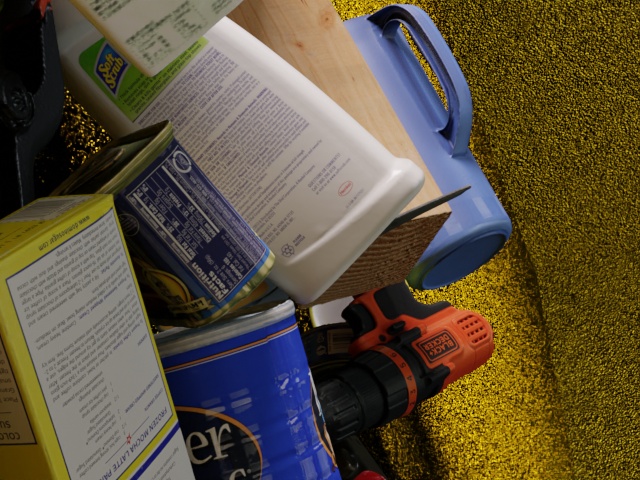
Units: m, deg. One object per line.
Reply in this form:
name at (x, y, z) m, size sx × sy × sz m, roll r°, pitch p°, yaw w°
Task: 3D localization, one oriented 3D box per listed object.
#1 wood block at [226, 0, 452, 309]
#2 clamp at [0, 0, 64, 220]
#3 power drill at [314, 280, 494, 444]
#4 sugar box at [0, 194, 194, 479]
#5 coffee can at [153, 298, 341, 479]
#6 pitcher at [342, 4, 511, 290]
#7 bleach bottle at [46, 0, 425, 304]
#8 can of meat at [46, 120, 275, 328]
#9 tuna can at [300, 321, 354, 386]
wood block at (-0.008, -0.069, 0.738) m, size 0.206 × 0.090 × 0.091 m, roll 63°, pitch -31°, yaw 24°
clamp at (-0.146, -0.048, 0.480) m, size 0.171 × 0.039 × 0.120 m, roll -79°, pitch 156°, yaw -46°
power drill at (0.016, 0.044, 0.768) m, size 0.184 × 0.057 × 0.188 m, roll -20°, pitch 67°, yaw -42°
sugar box at (-0.101, 0.077, 0.443) m, size 0.093 × 0.048 × 0.176 m, roll -46°, pitch 129°, yaw -61°
coffee can at (-0.045, 0.111, 0.552) m, size 0.102 × 0.103 × 0.140 m, roll -18°, pitch 92°, yaw -75°
pitcher at (0.076, -0.085, 0.978) m, size 0.243 × 0.145 × 0.149 m, roll 60°, pitch -2°, yaw 21°
bleach bottle at (-0.068, -0.084, 0.567) m, size 0.251 × 0.102 × 0.068 m, roll 44°, pitch -2°, yaw -5°
can of meat at (-0.080, -0.005, 0.519) m, size 0.057 × 0.102 × 0.084 m, roll -48°, pitch 110°, yaw -22°
tuna can at (0.018, 0.100, 0.823) m, size 0.086 × 0.086 × 0.034 m, roll 57°, pitch 24°, yaw -48°
